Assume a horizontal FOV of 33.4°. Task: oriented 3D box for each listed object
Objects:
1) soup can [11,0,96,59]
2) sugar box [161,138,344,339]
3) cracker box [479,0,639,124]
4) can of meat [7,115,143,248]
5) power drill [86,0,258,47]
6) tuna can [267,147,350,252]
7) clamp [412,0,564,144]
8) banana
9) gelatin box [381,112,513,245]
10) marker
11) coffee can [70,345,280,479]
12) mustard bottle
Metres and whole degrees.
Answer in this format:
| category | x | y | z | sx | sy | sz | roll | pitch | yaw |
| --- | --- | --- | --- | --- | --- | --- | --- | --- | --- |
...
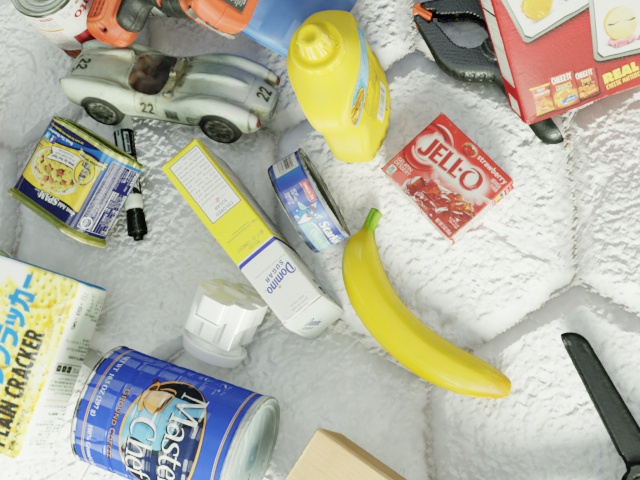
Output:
| category | x | y | z | sx | sy | sz | roll | pitch | yaw |
| --- | --- | --- | --- | --- | --- | --- | --- | --- | --- |
| soup can | -0.234 | -0.217 | 0.986 | 0.068 | 0.102 | 0.068 | -3 | 77 | 12 |
| sugar box | -0.056 | 0.001 | 0.900 | 0.048 | 0.093 | 0.176 | -38 | 72 | 3 |
| cracker box | 0.200 | -0.219 | 0.819 | 0.164 | 0.072 | 0.213 | -19 | 111 | 3 |
| can of meat | -0.218 | -0.055 | 0.958 | 0.102 | 0.057 | 0.084 | 31 | 94 | 28 |
| power drill | -0.113 | -0.246 | 0.897 | 0.188 | 0.057 | 0.184 | 18 | 87 | 49 |
| tuna can | -0.010 | -0.033 | 0.900 | 0.034 | 0.086 | 0.086 | -29 | 73 | 7 |
| clamp | 0.155 | -0.155 | 0.914 | 0.171 | 0.039 | 0.120 | 16 | 78 | 15 |
| banana | 0.074 | 0.063 | 0.884 | 0.069 | 0.037 | 0.198 | -37 | 72 | 4 |
| gelatin box | 0.107 | -0.053 | 0.906 | 0.073 | 0.030 | 0.089 | -43 | 72 | 1 |
| marker | -0.175 | -0.058 | 0.980 | 0.020 | 0.020 | 0.121 | -14 | 75 | 10 |
| coffee can | -0.117 | 0.156 | 0.874 | 0.140 | 0.102 | 0.103 | 16 | 82 | 17 |
| mustard bottle | 0.014 | -0.131 | 0.860 | 0.058 | 0.191 | 0.096 | 4 | 80 | 14 |
